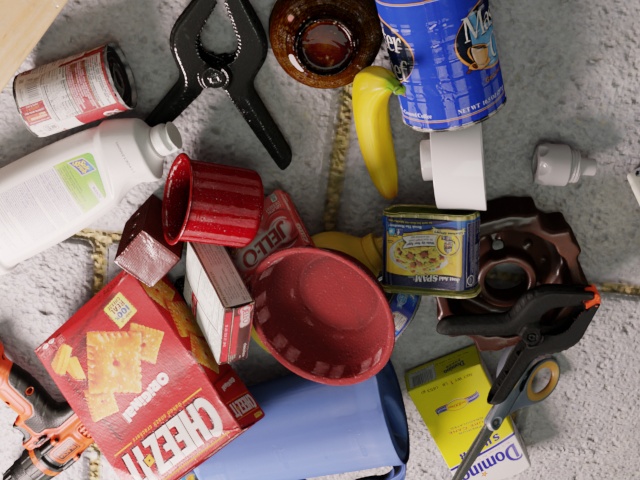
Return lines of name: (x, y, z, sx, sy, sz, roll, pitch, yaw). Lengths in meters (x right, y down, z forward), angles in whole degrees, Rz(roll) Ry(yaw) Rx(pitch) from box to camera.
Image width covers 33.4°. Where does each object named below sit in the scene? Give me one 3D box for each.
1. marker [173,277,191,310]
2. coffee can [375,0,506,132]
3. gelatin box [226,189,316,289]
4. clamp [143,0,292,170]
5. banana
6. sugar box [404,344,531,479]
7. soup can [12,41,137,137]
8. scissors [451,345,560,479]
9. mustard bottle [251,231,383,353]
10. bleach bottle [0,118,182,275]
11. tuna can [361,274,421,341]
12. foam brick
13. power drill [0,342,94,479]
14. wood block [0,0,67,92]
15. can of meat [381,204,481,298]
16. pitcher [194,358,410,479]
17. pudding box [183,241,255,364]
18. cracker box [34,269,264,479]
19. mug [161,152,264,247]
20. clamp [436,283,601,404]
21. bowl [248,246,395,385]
marker: (-0.143, 0.094, 1.212, 0.020, 0.020, 0.121, -11, 119, 7)
coffee can: (0.112, -0.186, 0.996, 0.103, 0.103, 0.140, -12, 120, 8)
gelatin box: (-0.057, 0.001, 1.126, 0.089, 0.073, 0.030, -35, 156, 20)
clamp: (-0.092, -0.160, 1.052, 0.164, 0.036, 0.210, 11, 124, -7)
banana: (0.055, -0.113, 1.047, 0.037, 0.070, 0.198, -16, 153, -5)
sugar box: (0.176, 0.214, 1.262, 0.093, 0.048, 0.176, -23, 116, 12)
soup can: (-0.240, -0.147, 1.045, 0.102, 0.068, 0.068, -16, 119, 10)
scissors: (0.215, 0.204, 1.223, 0.096, 0.016, 0.202, 19, 92, -29)
mustard bottle: (0.001, 0.044, 1.158, 0.192, 0.058, 0.096, -29, 110, 16)
bleach bottle: (-0.248, -0.053, 1.086, 0.251, 0.068, 0.102, -21, 117, 19)
tuna can: (0.069, 0.076, 1.160, 0.033, 0.086, 0.086, 36, 115, -17)
foam brick: (-0.178, 0.000, 1.124, 0.051, 0.078, 0.053, 38, 114, -21)
power drill: (-0.365, 0.210, 1.264, 0.185, 0.057, 0.187, -40, 115, 17)
wood block: (-0.297, -0.216, 0.992, 0.090, 0.091, 0.206, 36, 114, -19)
can of meat: (0.112, 0.010, 1.085, 0.102, 0.057, 0.084, 4, 103, 20)
pitcher: (-0.022, 0.222, 1.224, 0.243, 0.149, 0.145, -15, 155, 13)
pudding box: (-0.108, 0.060, 1.122, 0.039, 0.114, 0.090, -14, 139, -25)
cracker box: (-0.190, 0.154, 1.166, 0.164, 0.072, 0.214, -39, 81, 20)
mug: (-0.113, -0.036, 1.091, 0.081, 0.117, 0.093, 7, 82, -25)
clamp: (0.222, 0.105, 1.136, 0.172, 0.039, 0.120, -22, 117, 14)
bowl: (0.009, 0.066, 1.089, 0.162, 0.055, 0.162, 12, 122, 20)
